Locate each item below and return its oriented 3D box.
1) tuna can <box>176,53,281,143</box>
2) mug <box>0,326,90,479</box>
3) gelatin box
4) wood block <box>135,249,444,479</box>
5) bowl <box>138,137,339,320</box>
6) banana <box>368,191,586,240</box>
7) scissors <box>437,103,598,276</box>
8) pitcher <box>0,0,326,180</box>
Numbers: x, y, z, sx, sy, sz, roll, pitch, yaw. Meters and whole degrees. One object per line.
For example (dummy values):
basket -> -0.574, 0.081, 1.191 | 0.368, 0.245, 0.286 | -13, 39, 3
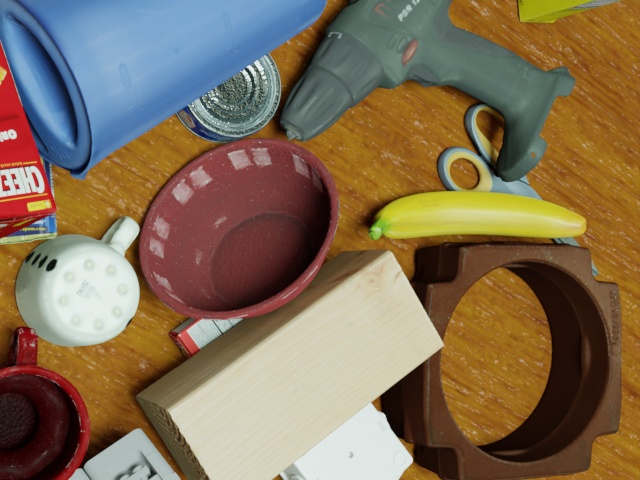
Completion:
tuna can -> -0.076, -0.122, 0.855 | 0.086, 0.034, 0.086 | 0, 89, -24
mug -> -0.218, 0.120, 0.763 | 0.093, 0.082, 0.117 | 4, 88, -24
gelatin box -> -0.064, 0.078, 0.860 | 0.089, 0.030, 0.073 | -38, 103, -20
wood block -> -0.023, 0.099, 0.811 | 0.205, 0.090, 0.091 | -35, 103, -21
bowl -> -0.055, 0.001, 0.821 | 0.162, 0.162, 0.055 | -53, 146, -15
banana -> 0.127, -0.017, 0.920 | 0.197, 0.070, 0.037 | -3, 122, -14
scissors -> 0.176, -0.028, 0.974 | 0.096, 0.016, 0.201 | -34, 102, -18
pitcher -> -0.111, -0.164, 0.742 | 0.242, 0.149, 0.145 | -36, 92, -32
